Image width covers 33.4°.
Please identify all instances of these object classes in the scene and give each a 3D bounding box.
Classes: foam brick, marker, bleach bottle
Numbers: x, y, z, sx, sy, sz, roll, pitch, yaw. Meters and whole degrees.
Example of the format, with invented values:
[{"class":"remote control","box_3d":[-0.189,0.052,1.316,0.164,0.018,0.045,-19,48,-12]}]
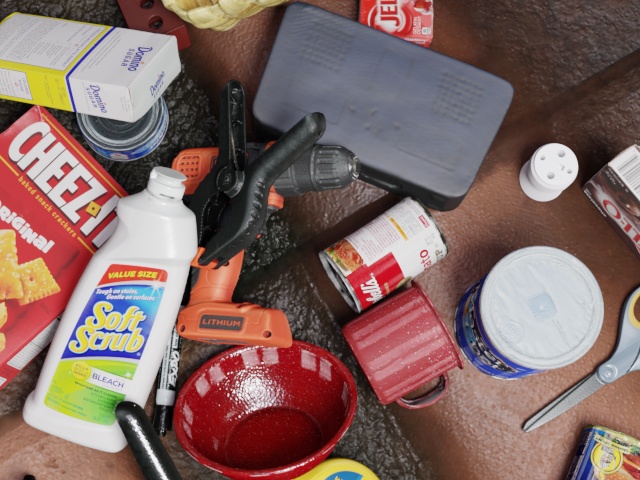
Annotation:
[{"class":"foam brick","box_3d":[-0.166,-0.221,1.035,0.053,0.051,0.078,-24,81,-6]},{"class":"marker","box_3d":[-0.140,0.120,0.985,0.020,0.020,0.121,6,79,-1]},{"class":"bleach bottle","box_3d":[-0.174,0.054,0.920,0.102,0.068,0.251,20,106,-1]}]

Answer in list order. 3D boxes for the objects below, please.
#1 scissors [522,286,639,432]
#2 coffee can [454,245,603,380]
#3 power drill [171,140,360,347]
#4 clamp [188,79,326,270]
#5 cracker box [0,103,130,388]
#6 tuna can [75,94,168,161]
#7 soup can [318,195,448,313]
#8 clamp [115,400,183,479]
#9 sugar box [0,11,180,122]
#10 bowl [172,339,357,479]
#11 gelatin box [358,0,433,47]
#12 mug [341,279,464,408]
[{"class":"scissors","box_3d":[0.269,0.104,1.004,0.201,0.016,0.096,-17,78,-5]},{"class":"coffee can","box_3d":[0.180,0.068,0.944,0.103,0.140,0.103,0,79,-2]},{"class":"power drill","box_3d":[-0.056,0.001,0.968,0.185,0.057,0.187,0,77,25]},{"class":"clamp","box_3d":[-0.062,-0.052,0.924,0.120,0.039,0.171,15,89,43]},{"class":"cracker box","box_3d":[-0.278,0.006,0.977,0.213,0.072,0.164,-44,83,-10]},{"class":"tuna can","box_3d":[-0.190,-0.121,1.024,0.086,0.034,0.086,0,79,-2]},{"class":"soup can","box_3d":[0.059,0.012,0.988,0.102,0.068,0.068,-33,82,-8]},{"class":"clamp","box_3d":[-0.115,0.239,0.899,0.210,0.036,0.165,25,115,15]},{"class":"sugar box","box_3d":[-0.228,-0.161,0.983,0.176,0.048,0.093,14,45,16]},{"class":"bowl","box_3d":[-0.045,0.160,0.939,0.162,0.055,0.162,-6,38,4]},{"class":"gelatin box","box_3d":[0.075,-0.238,1.057,0.073,0.030,0.089,5,78,-1]},{"class":"mug","box_3d":[0.076,0.104,0.968,0.081,0.093,0.117,-29,118,-2]}]
